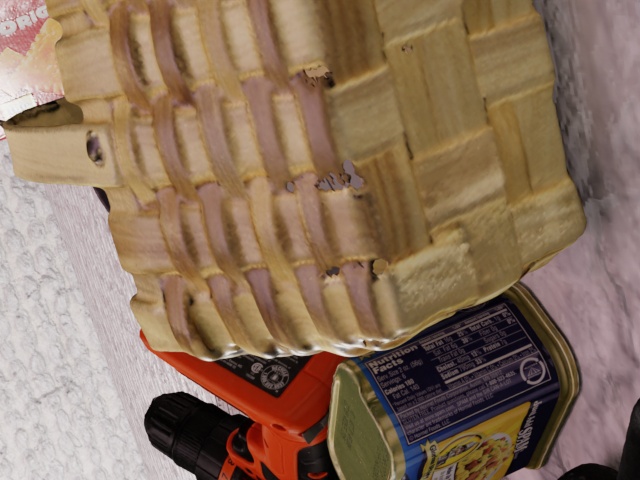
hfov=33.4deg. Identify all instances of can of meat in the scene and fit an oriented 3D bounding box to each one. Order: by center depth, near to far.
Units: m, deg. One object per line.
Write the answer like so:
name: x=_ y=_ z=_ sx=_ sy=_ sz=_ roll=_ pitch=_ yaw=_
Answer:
can of meat: x=0.052 y=0.075 z=0.454 sx=0.057 sy=0.083 sz=0.102 roll=58 pitch=161 yaw=31

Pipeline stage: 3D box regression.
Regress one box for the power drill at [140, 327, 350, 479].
power drill: x=-0.038 y=0.097 z=0.577 sx=0.185 sy=0.057 sz=0.187 roll=24 pitch=149 yaw=25

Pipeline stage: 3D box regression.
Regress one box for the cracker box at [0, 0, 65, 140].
cracker box: x=-0.217 y=-0.186 z=0.834 sx=0.072 sy=0.164 sz=0.214 roll=58 pitch=160 yaw=27
